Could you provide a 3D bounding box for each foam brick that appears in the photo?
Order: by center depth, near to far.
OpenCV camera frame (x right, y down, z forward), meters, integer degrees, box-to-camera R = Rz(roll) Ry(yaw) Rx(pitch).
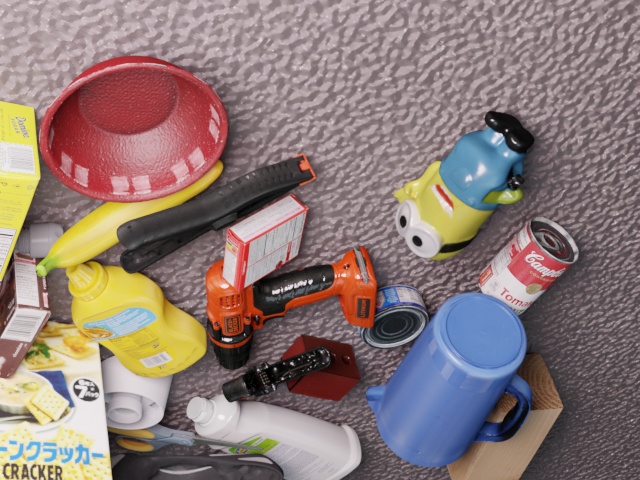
[{"bbox_3d":[0.000,0.155,1.290,0.078,0.053,0.051,15,131,-33],"label":"foam brick"}]

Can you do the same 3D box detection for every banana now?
[{"bbox_3d":[-0.180,-0.023,1.013,0.197,0.070,0.037,-33,115,-4],"label":"banana"}]

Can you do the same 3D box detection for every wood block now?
[{"bbox_3d":[0.243,0.253,1.458,0.090,0.090,0.206,-3,139,-16],"label":"wood block"}]

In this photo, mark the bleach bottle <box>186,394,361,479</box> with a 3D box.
[{"bbox_3d":[-0.064,0.249,1.370,0.103,0.068,0.250,-38,133,23],"label":"bleach bottle"}]

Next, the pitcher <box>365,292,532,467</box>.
[{"bbox_3d":[0.165,0.167,1.263,0.149,0.145,0.243,-21,154,-24],"label":"pitcher"}]

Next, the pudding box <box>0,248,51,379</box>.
[{"bbox_3d":[-0.307,0.069,1.058,0.039,0.090,0.114,14,131,-34],"label":"pudding box"}]

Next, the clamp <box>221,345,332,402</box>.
[{"bbox_3d":[-0.058,0.158,1.238,0.120,0.039,0.172,-13,174,-18],"label":"clamp"}]

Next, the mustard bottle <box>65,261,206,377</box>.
[{"bbox_3d":[-0.205,0.077,1.126,0.096,0.058,0.191,-18,141,18],"label":"mustard bottle"}]

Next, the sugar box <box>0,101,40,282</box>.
[{"bbox_3d":[-0.293,-0.028,0.949,0.048,0.093,0.176,7,136,-25],"label":"sugar box"}]

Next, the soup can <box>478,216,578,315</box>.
[{"bbox_3d":[0.235,0.031,1.217,0.068,0.068,0.102,13,133,-31],"label":"soup can"}]

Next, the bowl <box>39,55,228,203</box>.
[{"bbox_3d":[-0.164,-0.107,0.931,0.162,0.055,0.162,-10,140,-8],"label":"bowl"}]

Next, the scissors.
[{"bbox_3d":[-0.175,0.250,1.319,0.201,0.016,0.096,15,147,-4],"label":"scissors"}]

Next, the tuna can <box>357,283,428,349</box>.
[{"bbox_3d":[0.084,0.091,1.260,0.086,0.034,0.086,-10,140,-8],"label":"tuna can"}]

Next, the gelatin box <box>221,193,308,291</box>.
[{"bbox_3d":[-0.057,0.001,1.085,0.089,0.030,0.073,-32,150,-33],"label":"gelatin box"}]

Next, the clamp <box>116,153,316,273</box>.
[{"bbox_3d":[-0.102,-0.029,1.007,0.210,0.036,0.164,-26,176,-6],"label":"clamp"}]

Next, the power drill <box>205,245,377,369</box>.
[{"bbox_3d":[-0.034,0.077,1.185,0.187,0.057,0.184,-11,146,-9],"label":"power drill"}]
